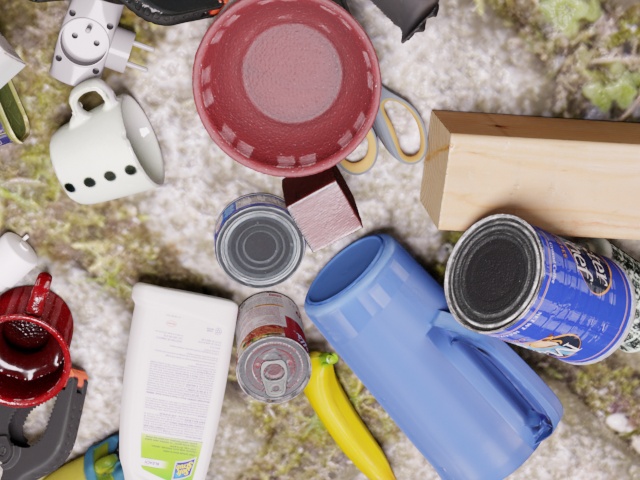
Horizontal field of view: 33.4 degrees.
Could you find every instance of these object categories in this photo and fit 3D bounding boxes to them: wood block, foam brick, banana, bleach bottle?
[{"bbox_3d":[0.204,-0.060,0.967,0.206,0.091,0.090,3,110,-7],"label":"wood block"},{"bbox_3d":[0.000,-0.034,0.963,0.053,0.078,0.051,-28,112,8],"label":"foam brick"},{"bbox_3d":[0.020,0.172,1.053,0.037,0.070,0.197,-35,126,-12],"label":"banana"},{"bbox_3d":[-0.147,0.171,0.988,0.102,0.068,0.251,12,87,-12],"label":"bleach bottle"}]

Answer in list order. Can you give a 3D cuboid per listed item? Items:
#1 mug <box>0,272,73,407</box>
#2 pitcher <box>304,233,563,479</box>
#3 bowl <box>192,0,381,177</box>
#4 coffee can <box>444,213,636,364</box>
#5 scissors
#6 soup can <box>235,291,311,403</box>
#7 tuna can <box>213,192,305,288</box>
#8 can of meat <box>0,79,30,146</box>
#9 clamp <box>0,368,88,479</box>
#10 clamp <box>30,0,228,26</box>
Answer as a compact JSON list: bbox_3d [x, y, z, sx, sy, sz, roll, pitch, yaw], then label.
[{"bbox_3d":[-0.268,0.082,0.979,0.093,0.081,0.117,15,109,-12],"label":"mug"},{"bbox_3d":[0.105,0.110,1.000,0.149,0.145,0.242,-38,108,13],"label":"pitcher"},{"bbox_3d":[-0.027,-0.139,0.922,0.162,0.055,0.162,2,110,4],"label":"bowl"},{"bbox_3d":[0.191,0.045,0.923,0.140,0.103,0.103,20,110,-40],"label":"coffee can"},{"bbox_3d":[0.022,-0.142,0.956,0.096,0.016,0.201,-34,109,10],"label":"scissors"},{"bbox_3d":[-0.047,0.098,0.997,0.068,0.102,0.068,-2,112,-5],"label":"soup can"},{"bbox_3d":[-0.057,0.001,0.994,0.086,0.034,0.086,-2,112,-5],"label":"tuna can"},{"bbox_3d":[-0.309,-0.121,0.908,0.084,0.057,0.102,-17,112,4],"label":"can of meat"},{"bbox_3d":[-0.304,0.201,1.025,0.165,0.036,0.210,32,89,24],"label":"clamp"},{"bbox_3d":[-0.160,-0.217,0.871,0.171,0.039,0.120,26,73,-15],"label":"clamp"}]
